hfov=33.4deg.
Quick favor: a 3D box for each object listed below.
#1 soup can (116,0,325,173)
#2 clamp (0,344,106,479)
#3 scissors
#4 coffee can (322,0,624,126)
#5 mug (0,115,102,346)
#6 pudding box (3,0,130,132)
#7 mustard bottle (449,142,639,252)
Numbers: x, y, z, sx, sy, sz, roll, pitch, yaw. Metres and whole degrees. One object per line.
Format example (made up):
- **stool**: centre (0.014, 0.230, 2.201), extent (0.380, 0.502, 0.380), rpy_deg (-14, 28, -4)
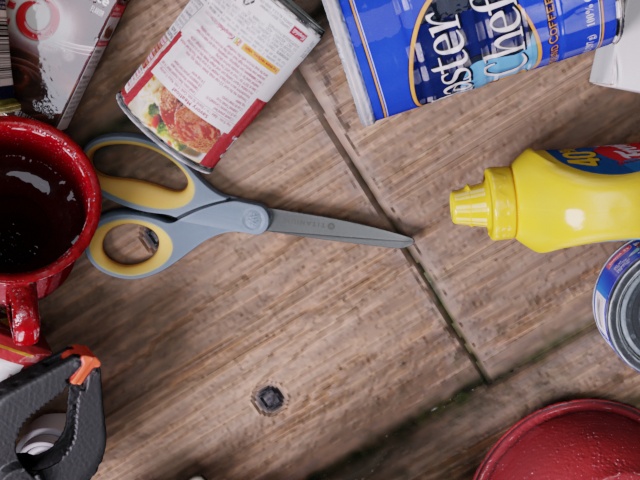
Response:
- **soup can**: centre (-0.055, -0.097, 0.588), extent (0.068, 0.068, 0.102), rpy_deg (39, 100, -9)
- **clamp**: centre (-0.180, 0.133, 0.586), extent (0.120, 0.039, 0.171), rpy_deg (22, 87, -35)
- **scissors**: centre (-0.054, 0.001, 0.639), extent (0.201, 0.016, 0.096), rpy_deg (24, 105, -5)
- **coffee can**: centre (0.073, -0.130, 0.560), extent (0.140, 0.103, 0.103), rpy_deg (-18, 103, 5)
- **mug**: centre (-0.169, 0.001, 0.587), extent (0.093, 0.082, 0.117), rpy_deg (-10, 76, -20)
- **pudding box**: centre (-0.177, -0.123, 0.597), extent (0.113, 0.039, 0.090), rpy_deg (28, 103, -6)
- **mustard bottle**: centre (0.168, -0.027, 0.588), extent (0.191, 0.096, 0.058), rpy_deg (-6, 104, 2)
